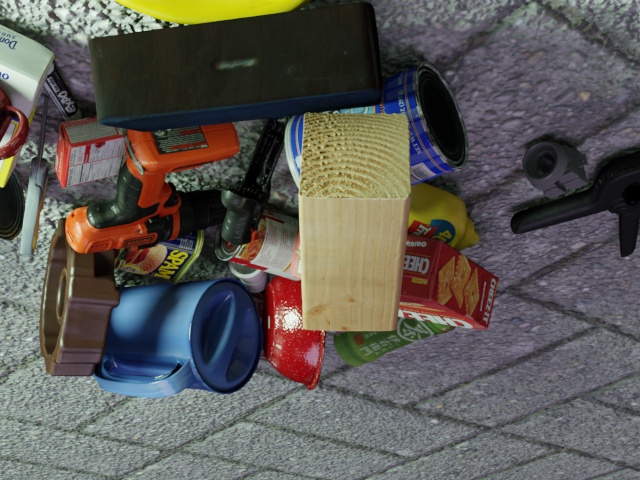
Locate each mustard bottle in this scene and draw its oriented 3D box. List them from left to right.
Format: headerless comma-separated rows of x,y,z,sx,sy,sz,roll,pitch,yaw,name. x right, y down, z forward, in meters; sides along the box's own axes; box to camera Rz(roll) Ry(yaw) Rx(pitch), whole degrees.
0.101,-0.028,1.157,0.191,0.058,0.096,20,150,-35,mustard bottle

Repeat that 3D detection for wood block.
0.029,-0.010,0.940,0.090,0.091,0.206,1,144,1,wood block

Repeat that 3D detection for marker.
-0.239,-0.132,0.987,0.020,0.020,0.121,-6,151,7,marker

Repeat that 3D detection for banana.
-0.084,-0.202,0.858,0.198,0.037,0.069,-5,133,2,banana

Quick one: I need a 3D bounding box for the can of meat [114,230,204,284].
-0.186,0.001,1.193,0.083,0.057,0.102,14,148,-22,can of meat

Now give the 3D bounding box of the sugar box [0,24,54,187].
-0.303,-0.124,0.953,0.093,0.048,0.176,25,142,-13,sugar box

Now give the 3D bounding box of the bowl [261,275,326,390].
-0.036,0.096,1.262,0.055,0.162,0.162,2,151,-12,bowl

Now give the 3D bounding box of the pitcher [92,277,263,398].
-0.204,0.117,1.273,0.243,0.145,0.149,-3,167,34,pitcher

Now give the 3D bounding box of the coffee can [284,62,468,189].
0.052,-0.092,0.992,0.140,0.103,0.102,-19,147,28,coffee can

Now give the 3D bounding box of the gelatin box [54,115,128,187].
-0.208,-0.090,1.026,0.089,0.030,0.073,-15,157,-25,gelatin box

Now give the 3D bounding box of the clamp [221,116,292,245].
-0.066,-0.054,1.061,0.039,0.120,0.171,32,159,4,clamp

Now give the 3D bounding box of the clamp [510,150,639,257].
0.334,-0.043,1.167,0.164,0.036,0.210,15,147,-27,clamp

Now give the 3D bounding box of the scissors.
-0.278,-0.076,1.059,0.016,0.096,0.202,10,124,-12,scissors

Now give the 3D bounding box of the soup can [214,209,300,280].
-0.058,0.001,1.190,0.102,0.068,0.069,18,145,-32,soup can

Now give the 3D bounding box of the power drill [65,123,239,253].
-0.147,-0.055,1.056,0.184,0.057,0.188,-14,157,-33,power drill

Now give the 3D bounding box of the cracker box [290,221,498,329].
0.086,0.042,1.173,0.164,0.072,0.213,9,171,26,cracker box

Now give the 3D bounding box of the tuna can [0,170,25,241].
-0.335,-0.040,1.079,0.034,0.086,0.086,-8,150,15,tuna can
